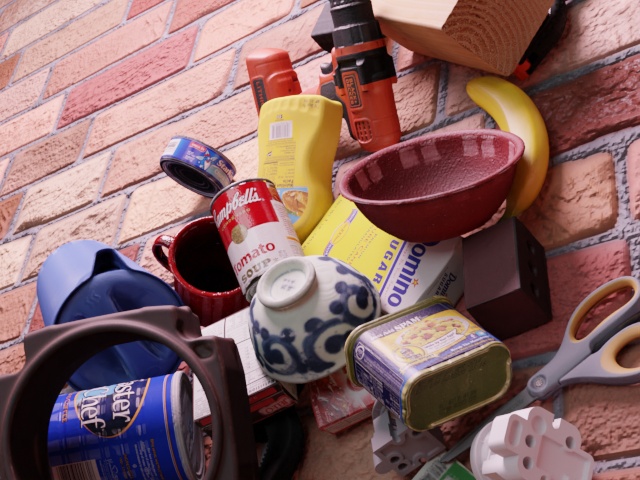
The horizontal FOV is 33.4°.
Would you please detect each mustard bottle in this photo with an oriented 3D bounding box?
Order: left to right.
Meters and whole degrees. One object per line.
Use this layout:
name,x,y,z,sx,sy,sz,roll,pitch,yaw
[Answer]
mustard bottle,-0.028,-0.046,1.074,0.096,0.058,0.191,-1,81,43

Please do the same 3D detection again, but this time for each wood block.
wood block,0.126,-0.234,1.060,0.091,0.090,0.206,-60,27,3

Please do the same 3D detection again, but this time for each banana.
banana,0.172,-0.096,0.972,0.070,0.037,0.198,-25,42,24

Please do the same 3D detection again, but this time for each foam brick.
foam brick,0.150,0.031,0.866,0.051,0.053,0.078,-24,43,29

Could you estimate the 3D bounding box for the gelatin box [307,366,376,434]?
gelatin box,0.023,0.111,0.917,0.073,0.030,0.089,-28,59,19

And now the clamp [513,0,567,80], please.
clamp,0.219,-0.238,1.050,0.120,0.039,0.171,-23,48,45

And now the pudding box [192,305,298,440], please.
pudding box,-0.069,0.114,0.962,0.090,0.039,0.113,-26,41,15

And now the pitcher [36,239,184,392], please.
pitcher,-0.229,0.082,1.122,0.149,0.145,0.243,-57,23,-3

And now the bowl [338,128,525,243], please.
bowl,0.099,-0.042,0.915,0.162,0.055,0.162,-14,22,6

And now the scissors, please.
scissors,0.181,0.112,0.789,0.201,0.016,0.096,-49,39,-4

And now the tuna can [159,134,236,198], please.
tuna can,-0.142,-0.084,1.232,0.086,0.086,0.033,6,63,47

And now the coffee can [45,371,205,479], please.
coffee can,-0.185,0.183,0.978,0.140,0.103,0.103,-11,44,2

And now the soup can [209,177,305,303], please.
soup can,-0.057,0.001,1.005,0.069,0.068,0.102,-33,61,18

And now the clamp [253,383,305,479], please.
clamp,-0.047,0.155,0.964,0.165,0.036,0.210,-28,41,20

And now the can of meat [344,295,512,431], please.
can of meat,0.084,0.094,0.819,0.102,0.057,0.084,-20,29,-22

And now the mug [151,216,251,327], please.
mug,-0.116,0.031,1.070,0.117,0.081,0.093,23,58,7

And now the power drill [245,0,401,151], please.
power drill,-0.001,-0.179,1.127,0.057,0.184,0.188,-19,11,-37

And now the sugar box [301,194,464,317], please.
sugar box,0.058,0.018,0.975,0.093,0.048,0.176,-54,36,-9
